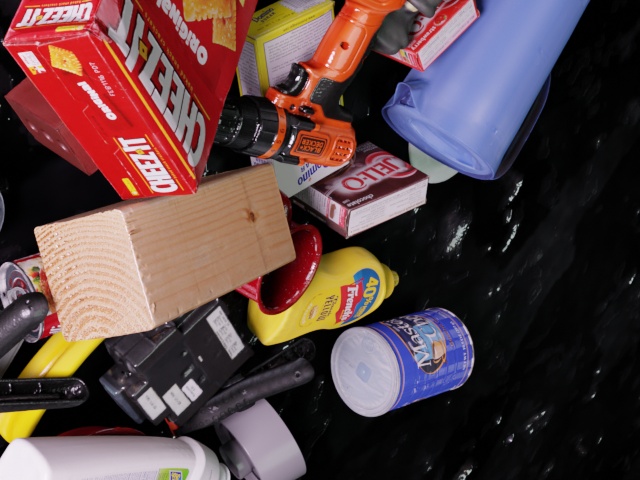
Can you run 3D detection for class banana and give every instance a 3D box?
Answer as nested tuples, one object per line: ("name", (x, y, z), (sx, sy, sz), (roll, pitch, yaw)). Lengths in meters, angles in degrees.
("banana", (-0.225, 0.105, 0.936), (0.198, 0.037, 0.069), (-52, 173, -3))

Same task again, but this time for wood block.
("wood block", (-0.115, 0.004, 0.853), (0.205, 0.090, 0.091), (-25, 102, -58))

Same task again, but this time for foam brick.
("foam brick", (-0.187, -0.094, 0.803), (0.051, 0.078, 0.053), (-45, 140, -17))

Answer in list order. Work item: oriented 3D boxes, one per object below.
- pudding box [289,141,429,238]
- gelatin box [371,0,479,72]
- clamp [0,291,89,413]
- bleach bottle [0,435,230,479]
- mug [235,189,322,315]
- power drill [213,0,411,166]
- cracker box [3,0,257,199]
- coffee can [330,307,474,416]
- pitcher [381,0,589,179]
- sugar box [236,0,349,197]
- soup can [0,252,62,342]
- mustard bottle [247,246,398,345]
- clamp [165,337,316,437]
("pudding box", (0.038, -0.053, 1.064), (0.113, 0.090, 0.039), (-26, 132, -33))
("gelatin box", (0.098, -0.211, 1.033), (0.089, 0.073, 0.030), (-46, 140, -14))
("clamp", (-0.286, 0.111, 0.816), (0.209, 0.036, 0.165), (-16, 147, -17))
("bleach bottle", (-0.176, 0.225, 0.956), (0.250, 0.068, 0.102), (13, 105, -53))
("mug", (-0.057, 0.001, 0.996), (0.093, 0.082, 0.117), (-28, 136, -45))
("power drill", (-0.014, -0.153, 0.894), (0.184, 0.057, 0.188), (5, 117, -48))
("cracker box", (-0.119, -0.162, 0.756), (0.164, 0.072, 0.213), (60, 35, -49))
("coffee can", (0.097, 0.140, 1.248), (0.140, 0.103, 0.103), (-10, 122, -44))
("pitcher", (0.185, -0.188, 1.103), (0.243, 0.145, 0.149), (-57, 176, -5))
("sugar box", (-0.026, -0.131, 0.979), (0.093, 0.048, 0.176), (-31, 137, -28))
("soup can", (-0.204, 0.035, 0.882), (0.102, 0.069, 0.068), (-21, 129, -38))
("mustard bottle", (0.014, 0.053, 1.135), (0.191, 0.058, 0.096), (-9, 130, -45))
("clamp", (-0.075, 0.149, 1.062), (0.171, 0.039, 0.120), (-29, 179, -5))
